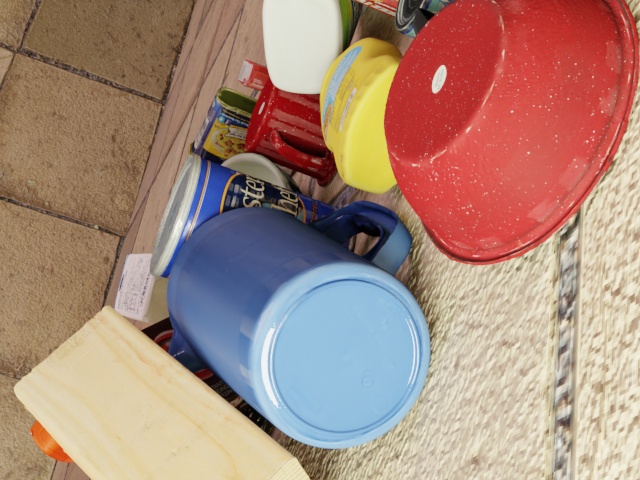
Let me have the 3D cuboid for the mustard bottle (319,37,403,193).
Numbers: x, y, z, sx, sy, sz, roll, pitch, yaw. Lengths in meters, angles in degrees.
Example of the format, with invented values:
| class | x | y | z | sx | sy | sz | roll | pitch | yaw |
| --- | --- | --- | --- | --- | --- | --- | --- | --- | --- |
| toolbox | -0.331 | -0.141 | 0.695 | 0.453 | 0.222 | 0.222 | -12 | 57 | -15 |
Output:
| class | x | y | z | sx | sy | sz | roll | pitch | yaw |
| --- | --- | --- | --- | --- | --- | --- | --- | --- | --- |
| mustard bottle | 0.035 | -0.108 | 0.837 | 0.191 | 0.058 | 0.096 | -112 | 39 | -69 |

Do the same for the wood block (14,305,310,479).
| class | x | y | z | sx | sy | sz | roll | pitch | yaw |
| --- | --- | --- | --- | --- | --- | --- | --- | --- | --- |
| wood block | -0.098 | 0.140 | 0.690 | 0.090 | 0.091 | 0.206 | -43 | 46 | -18 |

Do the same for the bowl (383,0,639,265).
| class | x | y | z | sx | sy | sz | roll | pitch | yaw |
| --- | --- | --- | --- | --- | --- | --- | --- | --- | --- |
| bowl | 0.081 | -0.071 | 0.543 | 0.162 | 0.055 | 0.162 | -38 | 41 | 43 |

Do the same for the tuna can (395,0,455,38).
| class | x | y | z | sx | sy | sz | roll | pitch | yaw |
| --- | --- | --- | --- | --- | --- | --- | --- | --- | --- |
| tuna can | 0.088 | -0.189 | 0.796 | 0.086 | 0.033 | 0.086 | -161 | 90 | -76 |

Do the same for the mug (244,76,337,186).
| class | x | y | z | sx | sy | sz | roll | pitch | yaw |
| --- | --- | --- | --- | --- | --- | --- | --- | --- | --- |
| mug | -0.020 | -0.100 | 0.986 | 0.117 | 0.081 | 0.093 | -92 | 25 | -55 |

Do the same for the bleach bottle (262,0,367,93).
| class | x | y | z | sx | sy | sz | roll | pitch | yaw |
| --- | --- | --- | --- | --- | --- | --- | --- | --- | --- |
| bleach bottle | 0.010 | -0.234 | 1.013 | 0.250 | 0.068 | 0.102 | -68 | -19 | -54 |

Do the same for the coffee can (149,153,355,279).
| class | x | y | z | sx | sy | sz | roll | pitch | yaw |
| --- | --- | --- | --- | --- | --- | --- | --- | --- | --- |
| coffee can | -0.056 | 0.001 | 0.867 | 0.103 | 0.140 | 0.103 | -161 | 90 | -76 |

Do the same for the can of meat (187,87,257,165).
| class | x | y | z | sx | sy | sz | roll | pitch | yaw |
| --- | --- | --- | --- | --- | --- | --- | --- | --- | --- |
| can of meat | -0.093 | -0.121 | 1.254 | 0.057 | 0.102 | 0.084 | -95 | 30 | -59 |

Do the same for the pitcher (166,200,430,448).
| class | x | y | z | sx | sy | sz | roll | pitch | yaw |
| --- | --- | --- | --- | --- | --- | --- | --- | --- | --- |
| pitcher | -0.011 | 0.045 | 0.704 | 0.243 | 0.144 | 0.149 | -159 | 77 | -72 |

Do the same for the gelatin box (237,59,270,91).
| class | x | y | z | sx | sy | sz | roll | pitch | yaw |
| --- | --- | --- | --- | --- | --- | --- | --- | --- | --- |
| gelatin box | -0.054 | -0.183 | 1.244 | 0.089 | 0.073 | 0.030 | -132 | 61 | -73 |
